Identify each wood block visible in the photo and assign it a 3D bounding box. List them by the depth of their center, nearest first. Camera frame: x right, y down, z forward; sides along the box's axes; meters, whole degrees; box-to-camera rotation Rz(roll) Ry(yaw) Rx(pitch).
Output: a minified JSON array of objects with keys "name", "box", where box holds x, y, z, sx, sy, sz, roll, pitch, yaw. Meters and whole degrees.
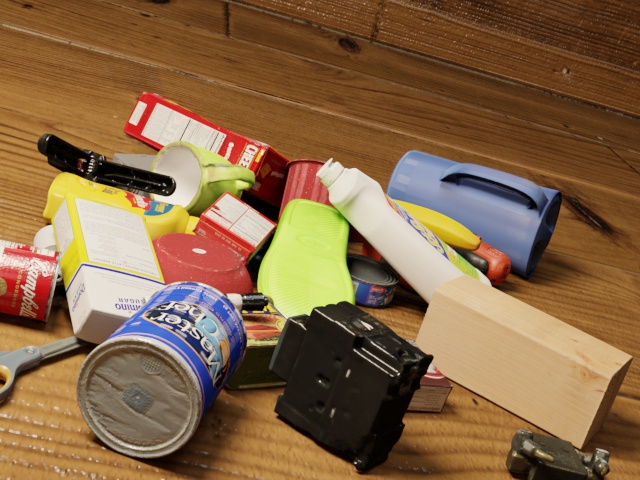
[{"name":"wood block","box":[0.215,0.125,1.151,0.206,0.091,0.090,27,21,24]}]

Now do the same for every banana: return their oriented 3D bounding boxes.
[{"name":"banana","box":[0.108,-0.023,1.373,0.197,0.037,0.069,10,35,-13]}]

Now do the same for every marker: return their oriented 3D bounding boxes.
[{"name":"marker","box":[-0.106,0.059,0.997,0.121,0.020,0.020,-1,26,-24]}]

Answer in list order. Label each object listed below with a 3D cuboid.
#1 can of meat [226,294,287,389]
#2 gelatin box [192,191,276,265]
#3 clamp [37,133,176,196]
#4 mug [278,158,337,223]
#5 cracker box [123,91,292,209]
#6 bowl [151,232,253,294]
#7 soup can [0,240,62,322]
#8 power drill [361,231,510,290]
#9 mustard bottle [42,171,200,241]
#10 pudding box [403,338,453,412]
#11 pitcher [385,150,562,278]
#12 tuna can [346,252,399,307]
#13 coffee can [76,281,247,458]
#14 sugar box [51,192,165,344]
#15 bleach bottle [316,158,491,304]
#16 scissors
[{"name":"can of meat","box":[-0.070,0.098,1.032,0.101,0.057,0.084,1,29,-38]},{"name":"gelatin box","box":[-0.098,-0.014,1.231,0.073,0.030,0.089,33,25,1]},{"name":"clamp","box":[-0.266,-0.086,1.287,0.164,0.036,0.210,20,-5,-18]},{"name":"mug","box":[-0.015,-0.050,1.404,0.093,0.081,0.117,22,-18,-29]},{"name":"cracker box","box":[-0.138,-0.121,1.468,0.214,0.072,0.164,26,0,23]},{"name":"bowl","box":[-0.137,0.036,1.144,0.162,0.055,0.162,16,19,-6]},{"name":"soup can","box":[-0.298,0.033,0.992,0.102,0.068,0.068,13,20,-13]},{"name":"power drill","box":[0.143,0.010,1.450,0.185,0.057,0.187,28,23,36]},{"name":"mustard bottle","box":[-0.217,-0.026,1.234,0.191,0.058,0.096,16,11,-7]},{"name":"pudding box","box":[0.064,0.132,1.078,0.113,0.039,0.090,6,23,-29]},{"name":"pitcher","box":[0.222,-0.053,1.568,0.243,0.149,0.144,21,19,20]},{"name":"tuna can","box":[0.051,0.048,1.301,0.086,0.034,0.086,16,20,-6]},{"name":"coffee can","box":[-0.129,0.104,0.894,0.103,0.103,0.140,20,19,6]},{"name":"sugar box","box":[-0.203,0.032,1.042,0.093,0.048,0.176,17,33,-33]},{"name":"bleach bottle","box":[0.095,-0.002,1.279,0.250,0.068,0.102,42,16,-9]},{"name":"scissors","box":[-0.273,0.096,0.923,0.096,0.016,0.201,21,20,10]}]
